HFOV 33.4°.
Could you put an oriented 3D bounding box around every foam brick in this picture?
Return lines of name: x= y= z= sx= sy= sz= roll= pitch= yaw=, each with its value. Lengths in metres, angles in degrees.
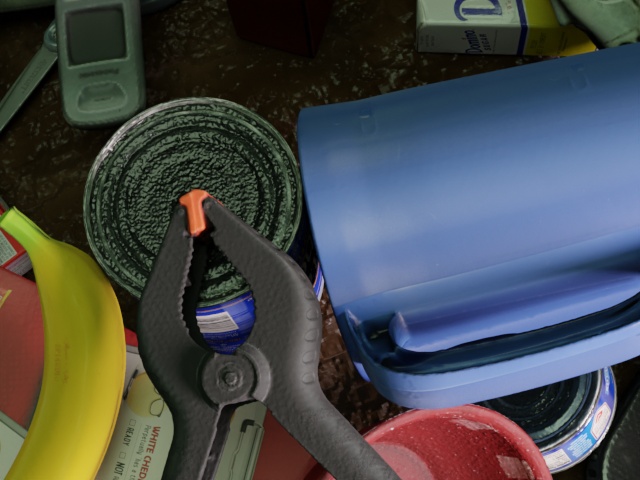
foam brick: x=-0.023 y=-0.153 z=0.628 sx=0.051 sy=0.078 sz=0.053 roll=16 pitch=73 yaw=9

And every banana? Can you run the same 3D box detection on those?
banana: x=-0.131 y=0.086 z=0.499 sx=0.069 sy=0.037 sz=0.198 roll=12 pitch=93 yaw=-4

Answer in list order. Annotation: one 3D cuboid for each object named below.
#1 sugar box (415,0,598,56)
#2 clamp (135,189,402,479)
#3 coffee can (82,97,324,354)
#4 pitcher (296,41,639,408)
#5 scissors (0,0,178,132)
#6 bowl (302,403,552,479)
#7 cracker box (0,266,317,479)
sugar box: x=0.146 y=-0.158 z=0.632 sx=0.176 sy=0.048 sz=0.093 roll=3 pitch=74 yaw=4
clamp: x=-0.041 y=0.067 z=0.445 sx=0.120 sy=0.039 sz=0.171 roll=-22 pitch=75 yaw=-2
coffee can: x=-0.054 y=0.001 z=0.552 sx=0.103 sy=0.140 sz=0.103 roll=-1 pitch=74 yaw=4
pitcher: x=0.118 y=-0.017 z=0.481 sx=0.243 sy=0.145 sz=0.149 roll=-13 pitch=82 yaw=10
scissors: x=-0.140 y=-0.127 z=0.661 sx=0.096 sy=0.016 sz=0.201 roll=16 pitch=76 yaw=10
bowl: x=0.036 y=0.148 z=0.510 sx=0.161 sy=0.055 sz=0.162 roll=-6 pitch=103 yaw=-29
cracker box: x=-0.121 y=0.129 z=0.557 sx=0.214 sy=0.072 sz=0.164 roll=25 pitch=79 yaw=10
